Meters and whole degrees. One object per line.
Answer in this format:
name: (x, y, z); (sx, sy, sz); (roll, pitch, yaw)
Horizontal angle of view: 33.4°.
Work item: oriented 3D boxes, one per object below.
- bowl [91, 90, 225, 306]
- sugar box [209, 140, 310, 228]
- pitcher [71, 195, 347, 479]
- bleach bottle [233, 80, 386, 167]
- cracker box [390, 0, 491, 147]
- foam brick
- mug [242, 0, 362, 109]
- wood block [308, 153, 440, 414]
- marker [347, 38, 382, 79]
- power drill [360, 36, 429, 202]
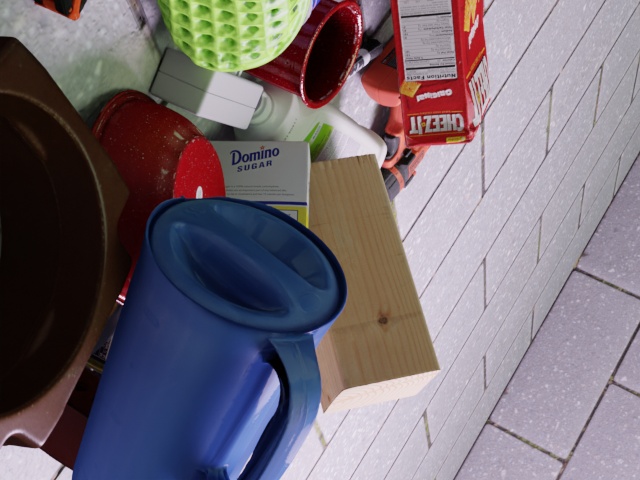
bowl: (-0.112, -0.030, 0.782); (0.162, 0.055, 0.162); (0, 90, -72)
sugar box: (-0.056, 0.001, 0.871); (0.048, 0.093, 0.176); (88, 4, -58)
pitcher: (-0.082, 0.104, 0.713); (0.243, 0.145, 0.149); (-64, 180, 32)
bleach bottle: (-0.015, -0.097, 1.002); (0.102, 0.068, 0.250); (-62, 157, -2)
cracker box: (0.118, -0.215, 1.026); (0.164, 0.072, 0.214); (-54, 139, -63)
foam brick: (-0.193, 0.134, 0.828); (0.052, 0.078, 0.051); (-17, 131, -62)
mug: (-0.017, -0.175, 0.881); (0.117, 0.082, 0.093); (-56, 157, -19)
wood block: (0.026, 0.038, 0.953); (0.090, 0.206, 0.090); (-10, 160, -15)
marker: (0.027, -0.173, 1.072); (0.120, 0.020, 0.020); (-44, 151, -42)
power drill: (0.078, -0.124, 1.196); (0.184, 0.057, 0.188); (-54, 160, -33)
